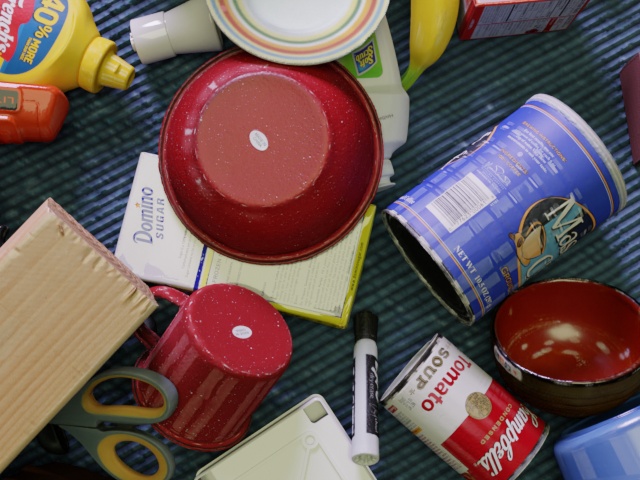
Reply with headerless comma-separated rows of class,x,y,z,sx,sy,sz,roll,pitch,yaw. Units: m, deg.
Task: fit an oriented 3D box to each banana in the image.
banana,0.069,-0.216,0.804,0.070,0.037,0.198,-13,80,30

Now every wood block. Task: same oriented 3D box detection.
wood block,-0.206,0.080,0.658,0.090,0.090,0.206,45,85,-14

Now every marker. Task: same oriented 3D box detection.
marker,0.032,0.100,0.755,0.020,0.020,0.121,3,51,-1

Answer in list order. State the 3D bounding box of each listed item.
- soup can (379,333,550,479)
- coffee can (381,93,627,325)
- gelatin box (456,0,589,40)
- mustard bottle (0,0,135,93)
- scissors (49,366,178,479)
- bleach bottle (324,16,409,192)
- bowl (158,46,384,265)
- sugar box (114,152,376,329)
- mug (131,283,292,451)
soup can,0.101,0.123,0.756,0.102,0.068,0.068,41,83,5
coffee can,0.129,-0.022,0.758,0.140,0.103,0.103,-37,85,-5
gelatin box,0.150,-0.178,0.793,0.089,0.073,0.030,-6,82,-2
mustard bottle,-0.227,-0.157,0.791,0.191,0.058,0.096,24,78,2
scissors,-0.178,0.132,0.735,0.202,0.016,0.096,-12,103,27
bleach bottle,-0.001,-0.154,0.794,0.102,0.068,0.251,-16,86,-2
bowl,-0.037,-0.065,0.733,0.162,0.055,0.162,0,85,4
sugar box,-0.055,0.001,0.781,0.176,0.048,0.093,13,83,4
mug,-0.080,0.076,0.731,0.117,0.093,0.082,40,127,6
